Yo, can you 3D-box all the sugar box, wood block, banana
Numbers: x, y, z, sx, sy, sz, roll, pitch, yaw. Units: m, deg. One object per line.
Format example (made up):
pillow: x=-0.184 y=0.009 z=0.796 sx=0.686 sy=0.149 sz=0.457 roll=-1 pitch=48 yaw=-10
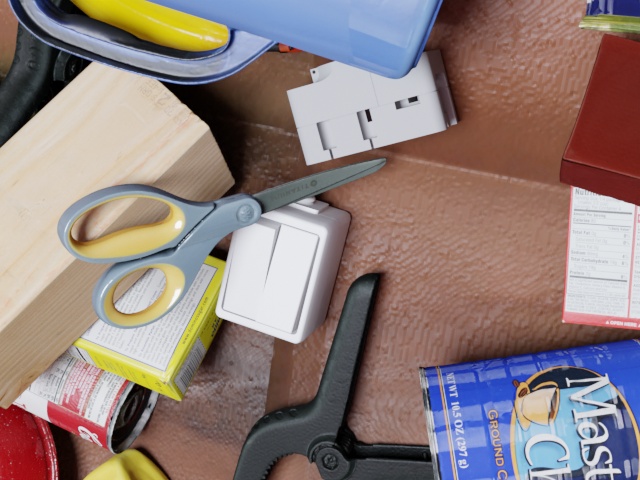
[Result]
sugar box: x=-0.155 y=0.032 z=0.722 sx=0.176 sy=0.048 sz=0.093 roll=20 pitch=66 yaw=16
wood block: x=-0.162 y=-0.008 z=0.659 sx=0.090 sy=0.091 sz=0.206 roll=42 pitch=81 yaw=17
banana: x=-0.129 y=-0.167 z=0.637 sx=0.198 sy=0.037 sz=0.070 roll=49 pitch=121 yaw=1

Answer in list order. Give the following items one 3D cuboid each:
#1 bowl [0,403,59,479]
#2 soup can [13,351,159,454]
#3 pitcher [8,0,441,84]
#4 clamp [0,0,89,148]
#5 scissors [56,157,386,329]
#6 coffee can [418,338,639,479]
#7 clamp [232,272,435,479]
bowl: x=-0.269 y=0.175 z=0.778 sx=0.162 sy=0.055 sz=0.162 roll=-4 pitch=82 yaw=29
soup can: x=-0.172 y=0.098 z=0.751 sx=0.102 sy=0.068 sz=0.068 roll=22 pitch=107 yaw=13
pitcher: x=-0.051 y=-0.165 z=0.559 sx=0.243 sy=0.149 sz=0.145 roll=21 pitch=71 yaw=1
clamp: x=-0.180 y=-0.111 z=0.685 sx=0.039 sy=0.120 sz=0.171 roll=16 pitch=102 yaw=7
scissors: x=-0.054 y=0.001 z=0.633 sx=0.201 sy=0.016 sz=0.096 roll=-5 pitch=114 yaw=-24
coffee can: x=0.134 y=0.115 z=0.619 sx=0.140 sy=0.103 sz=0.103 roll=-8 pitch=99 yaw=5
clamp: x=0.021 y=0.145 z=0.715 sx=0.164 sy=0.036 sz=0.210 roll=45 pitch=109 yaw=3
